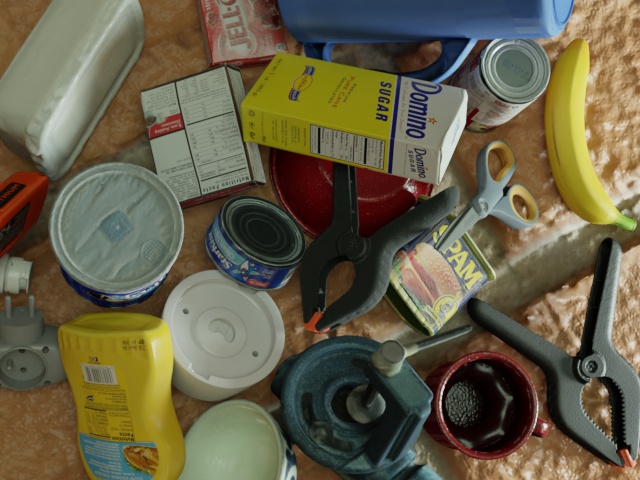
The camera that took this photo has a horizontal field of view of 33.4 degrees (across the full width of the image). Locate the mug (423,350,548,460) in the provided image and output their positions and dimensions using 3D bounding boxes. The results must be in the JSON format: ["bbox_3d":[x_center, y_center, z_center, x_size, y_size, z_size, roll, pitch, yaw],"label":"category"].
[{"bbox_3d":[0.146,0.150,0.953,0.117,0.081,0.093,18,79,-7],"label":"mug"}]

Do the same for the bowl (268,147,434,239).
[{"bbox_3d":[0.036,-0.074,0.980,0.162,0.055,0.162,2,81,-11],"label":"bowl"}]

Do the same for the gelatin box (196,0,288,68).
[{"bbox_3d":[-0.074,-0.205,0.991,0.073,0.030,0.089,-9,83,-12],"label":"gelatin box"}]

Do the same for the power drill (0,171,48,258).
[{"bbox_3d":[-0.321,-0.059,0.863,0.187,0.057,0.184,25,38,1],"label":"power drill"}]

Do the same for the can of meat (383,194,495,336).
[{"bbox_3d":[0.095,0.024,0.963,0.084,0.058,0.102,-43,116,-11],"label":"can of meat"}]

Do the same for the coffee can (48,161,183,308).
[{"bbox_3d":[-0.169,0.000,0.886,0.102,0.140,0.103,2,81,-11],"label":"coffee can"}]

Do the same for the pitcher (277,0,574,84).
[{"bbox_3d":[0.091,-0.222,0.923,0.243,0.149,0.145,7,54,25],"label":"pitcher"}]

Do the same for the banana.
[{"bbox_3d":[0.249,-0.099,1.036,0.069,0.037,0.198,-9,84,-30],"label":"banana"}]

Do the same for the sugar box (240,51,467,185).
[{"bbox_3d":[0.030,-0.107,0.909,0.176,0.048,0.093,11,44,16],"label":"sugar box"}]

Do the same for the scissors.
[{"bbox_3d":[0.155,-0.019,0.961,0.096,0.016,0.201,49,39,-18],"label":"scissors"}]

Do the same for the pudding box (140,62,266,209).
[{"bbox_3d":[-0.105,-0.091,0.947,0.090,0.039,0.113,-15,86,14],"label":"pudding box"}]

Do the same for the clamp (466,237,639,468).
[{"bbox_3d":[0.252,0.109,1.001,0.164,0.036,0.210,-29,90,-13],"label":"clamp"}]

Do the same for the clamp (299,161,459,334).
[{"bbox_3d":[0.042,0.005,0.908,0.120,0.039,0.171,17,87,28],"label":"clamp"}]

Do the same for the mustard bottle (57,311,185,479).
[{"bbox_3d":[-0.159,0.157,0.886,0.096,0.058,0.191,1,106,26],"label":"mustard bottle"}]

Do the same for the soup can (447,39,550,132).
[{"bbox_3d":[0.163,-0.145,0.990,0.068,0.102,0.068,2,81,-10],"label":"soup can"}]

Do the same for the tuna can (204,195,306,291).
[{"bbox_3d":[-0.056,0.001,0.938,0.086,0.034,0.086,20,40,-18],"label":"tuna can"}]
